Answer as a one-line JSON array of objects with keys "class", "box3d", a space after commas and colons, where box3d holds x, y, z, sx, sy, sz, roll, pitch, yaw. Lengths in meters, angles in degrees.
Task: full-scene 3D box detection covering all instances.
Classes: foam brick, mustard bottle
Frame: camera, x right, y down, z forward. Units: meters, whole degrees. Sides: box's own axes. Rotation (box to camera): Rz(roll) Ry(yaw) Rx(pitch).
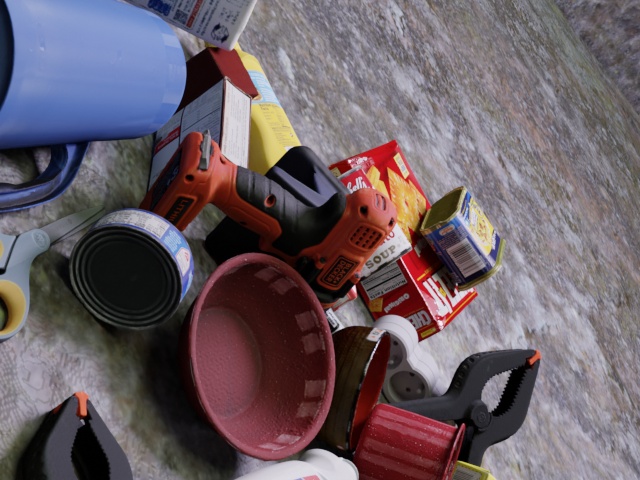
[{"class": "foam brick", "box3d": [-0.108, -0.140, 1.002, 0.053, 0.078, 0.051, 63, 28, 6]}, {"class": "mustard bottle", "box3d": [-0.071, -0.128, 1.078, 0.191, 0.058, 0.096, 64, 25, 8]}]

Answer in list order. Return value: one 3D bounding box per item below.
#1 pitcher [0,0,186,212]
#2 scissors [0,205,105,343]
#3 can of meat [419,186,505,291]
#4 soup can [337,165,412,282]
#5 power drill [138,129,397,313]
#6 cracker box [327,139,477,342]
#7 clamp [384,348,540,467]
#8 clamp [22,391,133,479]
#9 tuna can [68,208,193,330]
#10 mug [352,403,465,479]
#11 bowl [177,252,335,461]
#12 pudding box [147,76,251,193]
[{"class": "pitcher", "box3d": [-0.202, -0.118, 0.775, 0.145, 0.149, 0.242, 49, 20, 13]}, {"class": "scissors", "box3d": [-0.199, 0.020, 0.746, 0.201, 0.016, 0.096, -5, 70, -62]}, {"class": "can of meat", "box3d": [0.161, -0.004, 1.204, 0.084, 0.058, 0.102, 54, 25, -12]}, {"class": "soup can", "box3d": [0.040, -0.017, 1.097, 0.102, 0.069, 0.068, 57, 26, 1]}, {"class": "power drill", "box3d": [-0.056, 0.001, 0.887, 0.187, 0.185, 0.057, 23, 36, -22]}, {"class": "cracker box", "box3d": [0.085, 0.000, 1.209, 0.214, 0.072, 0.164, 61, 26, 1]}, {"class": "clamp", "box3d": [0.151, 0.186, 1.061, 0.209, 0.036, 0.164, -33, 103, -27]}, {"class": "clamp", "box3d": [-0.150, 0.173, 0.649, 0.120, 0.039, 0.171, 23, 37, -57]}, {"class": "tuna can", "box3d": [-0.136, 0.020, 0.776, 0.086, 0.086, 0.033, 53, 26, -15]}, {"class": "mug", "box3d": [0.076, 0.201, 0.957, 0.117, 0.081, 0.093, 85, 26, -58]}, {"class": "bowl", "box3d": [-0.060, 0.093, 0.842, 0.161, 0.055, 0.162, 17, 67, -46]}, {"class": "pudding box", "box3d": [-0.105, -0.078, 0.930, 0.039, 0.090, 0.113, 40, 32, -35]}]
